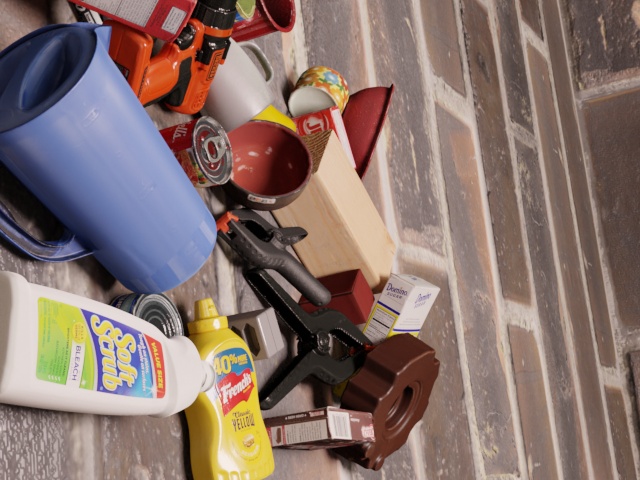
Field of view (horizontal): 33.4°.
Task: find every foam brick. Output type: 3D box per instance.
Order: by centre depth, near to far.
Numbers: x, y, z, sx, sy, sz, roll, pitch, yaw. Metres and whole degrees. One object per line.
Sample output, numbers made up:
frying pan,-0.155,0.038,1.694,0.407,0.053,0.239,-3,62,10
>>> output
foam brick,0.022,0.077,1.356,0.051,0.078,0.053,62,30,-25

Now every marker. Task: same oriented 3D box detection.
marker,-0.238,-0.243,1.043,0.121,0.020,0.020,66,28,-22

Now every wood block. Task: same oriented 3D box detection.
wood block,0.011,-0.029,1.368,0.206,0.090,0.090,59,31,-34

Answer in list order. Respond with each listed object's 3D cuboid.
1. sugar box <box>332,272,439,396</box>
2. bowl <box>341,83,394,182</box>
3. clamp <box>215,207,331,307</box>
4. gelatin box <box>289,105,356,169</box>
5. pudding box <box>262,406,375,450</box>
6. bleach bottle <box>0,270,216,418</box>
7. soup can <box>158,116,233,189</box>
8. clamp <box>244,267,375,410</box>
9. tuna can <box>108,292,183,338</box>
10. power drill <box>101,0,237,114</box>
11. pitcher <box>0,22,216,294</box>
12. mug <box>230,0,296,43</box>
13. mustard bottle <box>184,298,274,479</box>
sugar box,0.087,0.129,1.396,0.093,0.048,0.176,11,104,-63
bowl,0.051,-0.151,1.489,0.162,0.055,0.162,-163,-88,-88
clamp,-0.058,0.002,1.252,0.171,0.039,0.120,36,20,-36
gelatin box,-0.001,-0.126,1.404,0.030,0.073,0.089,-34,110,-62
pudding box,-0.001,0.220,1.233,0.113,0.090,0.039,25,55,-58
bleach bottle,-0.182,0.097,0.910,0.250,0.068,0.102,18,68,-52
soup can,-0.147,-0.078,1.057,0.068,0.102,0.068,36,48,-53
clamp,-0.012,0.133,1.274,0.209,0.036,0.164,21,62,-43
tuna can,-0.167,0.090,1.020,0.086,0.034,0.086,36,47,-54
power drill,-0.149,-0.194,1.063,0.187,0.057,0.185,-35,151,-56
pitcher,-0.198,-0.054,0.936,0.145,0.149,0.242,-97,161,-46
mug,-0.090,-0.279,1.285,0.093,0.082,0.117,63,30,-28
mustard bottle,-0.103,0.154,1.092,0.096,0.058,0.191,-6,84,-53
